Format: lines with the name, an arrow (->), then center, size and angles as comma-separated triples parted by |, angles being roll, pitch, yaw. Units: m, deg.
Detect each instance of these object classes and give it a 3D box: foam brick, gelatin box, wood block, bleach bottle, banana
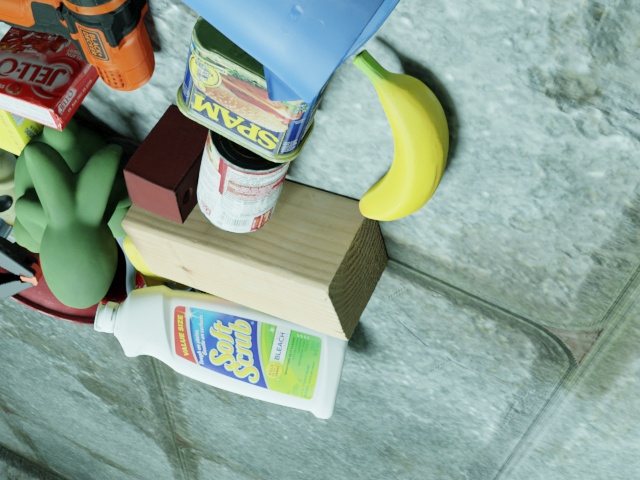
foam brick -> -0.121, -0.064, 0.895 | 0.051, 0.078, 0.053 | 25, 154, 13
gelatin box -> -0.232, -0.137, 0.880 | 0.089, 0.073, 0.030 | 20, 153, 20
wood block -> -0.056, 0.002, 0.934 | 0.206, 0.090, 0.091 | 17, 153, 24
bleach bottle -> -0.103, 0.108, 1.082 | 0.250, 0.102, 0.068 | 11, -179, -7
banana -> 0.059, -0.061, 0.766 | 0.070, 0.037, 0.198 | 39, 158, 22

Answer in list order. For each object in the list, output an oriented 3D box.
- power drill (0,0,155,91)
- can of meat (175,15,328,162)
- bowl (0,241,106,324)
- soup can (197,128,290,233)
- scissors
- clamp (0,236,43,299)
power drill -> -0.217, -0.195, 0.777 | 0.188, 0.057, 0.184 | 21, 153, 17
can of meat -> -0.046, -0.113, 0.753 | 0.102, 0.057, 0.084 | 28, 152, 1
bowl -> -0.302, 0.035, 1.241 | 0.162, 0.055, 0.162 | 24, -169, -5
soup can -> -0.060, -0.057, 0.844 | 0.068, 0.068, 0.102 | 28, 150, 3
scissors -> -0.189, -0.008, 1.119 | 0.016, 0.096, 0.202 | -6, 107, 44
clamp -> -0.383, 0.016, 1.139 | 0.171, 0.039, 0.120 | -1, 131, 8
